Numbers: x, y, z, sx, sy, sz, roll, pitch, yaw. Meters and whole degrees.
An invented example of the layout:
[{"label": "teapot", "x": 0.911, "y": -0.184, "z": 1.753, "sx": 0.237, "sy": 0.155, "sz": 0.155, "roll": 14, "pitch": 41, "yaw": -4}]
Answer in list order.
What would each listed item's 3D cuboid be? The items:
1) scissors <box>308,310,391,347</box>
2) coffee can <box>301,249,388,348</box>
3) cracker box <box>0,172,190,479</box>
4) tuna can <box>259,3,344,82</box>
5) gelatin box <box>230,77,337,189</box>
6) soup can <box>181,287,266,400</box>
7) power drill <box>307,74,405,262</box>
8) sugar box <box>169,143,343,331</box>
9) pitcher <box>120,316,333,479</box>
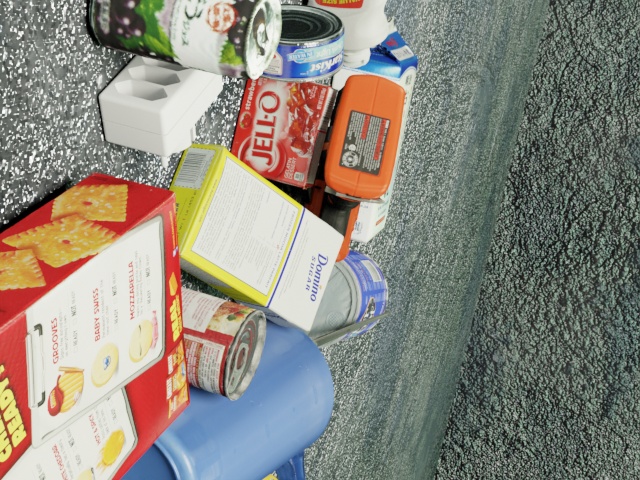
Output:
[{"label": "scissors", "x": -0.026, "y": 0.119, "z": 1.054, "sx": 0.201, "sy": 0.016, "sz": 0.096, "roll": -11, "pitch": 143, "yaw": -32}, {"label": "coffee can", "x": 0.009, "y": 0.060, "z": 1.152, "sx": 0.140, "sy": 0.103, "sz": 0.103, "roll": 1, "pitch": 104, "yaw": -74}, {"label": "cracker box", "x": -0.161, "y": 0.079, "z": 0.609, "sx": 0.213, "sy": 0.072, "sz": 0.164, "roll": -45, "pitch": 143, "yaw": -51}, {"label": "tuna can", "x": -0.023, "y": -0.160, "z": 0.857, "sx": 0.086, "sy": 0.086, "sz": 0.034, "roll": -53, "pitch": 152, "yaw": -52}, {"label": "gelatin box", "x": -0.033, "y": -0.095, "z": 0.909, "sx": 0.030, "sy": 0.073, "sz": 0.089, "roll": -4, "pitch": 110, "yaw": -73}, {"label": "soup can", "x": -0.100, "y": 0.070, "z": 0.785, "sx": 0.068, "sy": 0.102, "sz": 0.068, "roll": 16, "pitch": 90, "yaw": -74}, {"label": "power drill", "x": 0.030, "y": -0.083, "z": 0.967, "sx": 0.188, "sy": 0.057, "sz": 0.184, "roll": 116, "pitch": -15, "yaw": -76}, {"label": "sugar box", "x": -0.056, "y": 0.001, "z": 0.866, "sx": 0.176, "sy": 0.048, "sz": 0.093, "roll": 38, "pitch": 68, "yaw": -50}, {"label": "pitcher", "x": -0.087, "y": 0.161, "z": 0.859, "sx": 0.145, "sy": 0.149, "sz": 0.242, "roll": -67, "pitch": 164, "yaw": 19}]
